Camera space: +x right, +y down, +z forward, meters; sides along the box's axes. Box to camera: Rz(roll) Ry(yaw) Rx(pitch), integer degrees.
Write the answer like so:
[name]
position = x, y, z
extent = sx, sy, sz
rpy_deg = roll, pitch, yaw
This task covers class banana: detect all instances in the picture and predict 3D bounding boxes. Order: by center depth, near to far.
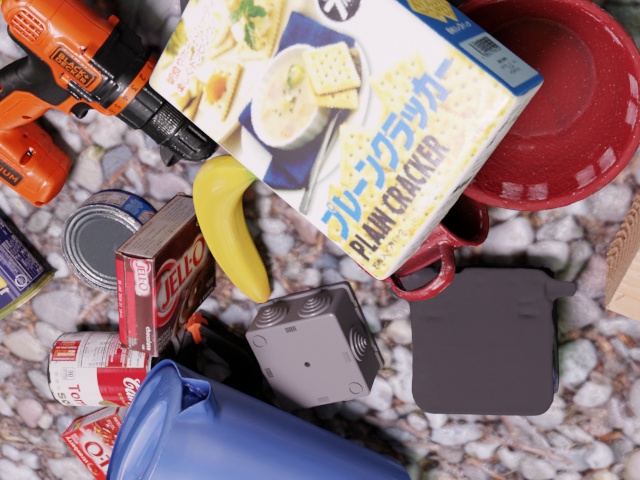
[banana]
position = -0.068, -0.013, 0.829
extent = 0.070, 0.037, 0.198
rpy_deg = 44, 158, 19

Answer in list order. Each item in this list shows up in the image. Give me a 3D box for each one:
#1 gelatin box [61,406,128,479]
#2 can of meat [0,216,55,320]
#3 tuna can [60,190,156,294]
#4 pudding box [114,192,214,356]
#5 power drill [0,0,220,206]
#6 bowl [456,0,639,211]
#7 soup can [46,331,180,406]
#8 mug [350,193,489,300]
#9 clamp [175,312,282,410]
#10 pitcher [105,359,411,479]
[gelatin box]
position = -0.193, 0.203, 1.025
extent = 0.073, 0.030, 0.089
rpy_deg = -24, 109, 27
[can of meat]
position = -0.302, 0.030, 0.946
extent = 0.102, 0.057, 0.084
rpy_deg = -32, 103, 28
[tuna can]
position = -0.174, 0.001, 0.906
extent = 0.086, 0.033, 0.086
rpy_deg = 7, 120, 12
[pudding box]
position = -0.123, 0.025, 0.857
extent = 0.039, 0.113, 0.090
rpy_deg = 12, 121, 13
[power drill]
position = -0.188, -0.097, 0.816
extent = 0.184, 0.057, 0.188
rpy_deg = 41, 135, -18
[bowl]
position = 0.144, -0.103, 0.741
extent = 0.162, 0.055, 0.162
rpy_deg = 7, 120, 13
[soup can]
position = -0.183, 0.114, 0.951
extent = 0.102, 0.068, 0.068
rpy_deg = -2, 118, 17
[mug]
position = 0.067, -0.010, 0.787
extent = 0.082, 0.117, 0.093
rpy_deg = -31, 147, 33
[clamp]
position = -0.090, 0.149, 0.948
extent = 0.120, 0.039, 0.171
rpy_deg = -30, 105, -2
[pitcher]
position = -0.053, 0.206, 0.892
extent = 0.242, 0.149, 0.145
rpy_deg = 25, 82, -21
